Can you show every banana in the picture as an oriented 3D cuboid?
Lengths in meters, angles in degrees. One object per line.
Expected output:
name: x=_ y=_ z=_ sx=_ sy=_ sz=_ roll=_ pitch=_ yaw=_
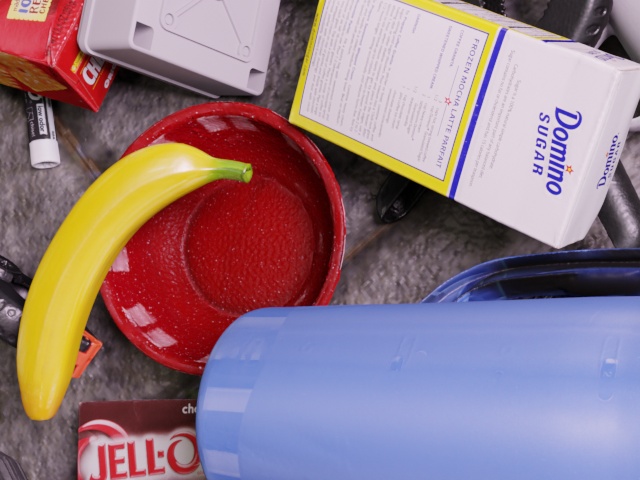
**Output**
banana: x=-0.126 y=0.012 z=0.617 sx=0.070 sy=0.037 sz=0.198 roll=43 pitch=99 yaw=21

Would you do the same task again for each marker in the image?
marker: x=-0.193 y=-0.109 z=0.723 sx=0.020 sy=0.020 sz=0.121 roll=-12 pitch=80 yaw=17

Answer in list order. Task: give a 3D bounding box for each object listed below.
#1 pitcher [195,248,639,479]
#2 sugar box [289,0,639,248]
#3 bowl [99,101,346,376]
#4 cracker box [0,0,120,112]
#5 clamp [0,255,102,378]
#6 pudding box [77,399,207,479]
pitcher: x=0.070 y=0.080 z=0.507 sx=0.243 sy=0.149 sz=0.145 roll=0 pitch=94 yaw=30
sugar box: x=0.070 y=-0.074 z=0.553 sx=0.176 sy=0.048 sz=0.093 roll=28 pitch=115 yaw=29
bowl: x=-0.054 y=0.001 z=0.644 sx=0.162 sy=0.055 sz=0.162 roll=-2 pitch=83 yaw=19
cracker box: x=-0.211 y=-0.191 z=0.694 sx=0.214 sy=0.072 sz=0.164 roll=18 pitch=75 yaw=19
clamp: x=-0.216 y=0.025 z=0.666 sx=0.171 sy=0.120 sz=0.039 roll=34 pitch=101 yaw=15
pudding box: x=-0.093 y=0.142 z=0.648 sx=0.114 sy=0.039 sz=0.090 roll=-5 pitch=82 yaw=18
